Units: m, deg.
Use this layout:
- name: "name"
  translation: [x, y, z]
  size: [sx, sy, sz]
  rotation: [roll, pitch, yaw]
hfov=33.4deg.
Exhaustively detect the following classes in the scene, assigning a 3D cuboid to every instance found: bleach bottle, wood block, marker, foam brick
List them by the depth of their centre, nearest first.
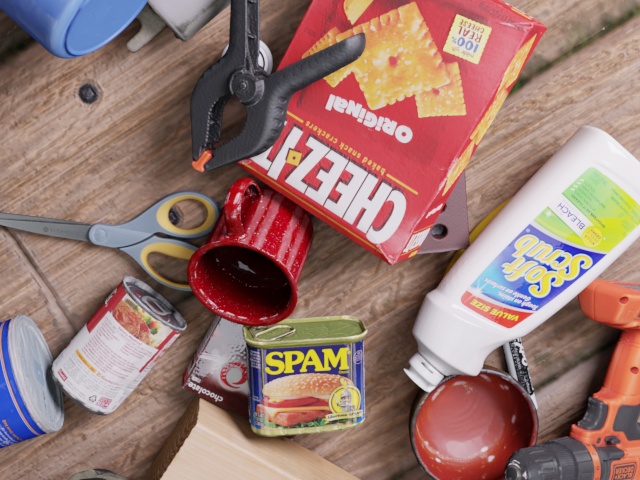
- name: "bleach bottle"
  translation: [0.169, 0.029, 0.879]
  size: [0.102, 0.068, 0.251]
  rotation: [41, 94, -11]
- name: "foam brick"
  translation: [0.095, -0.033, 0.910]
  size: [0.053, 0.051, 0.078]
  rotation: [-7, 101, -3]
- name: "wood block"
  translation: [-0.041, 0.228, 0.931]
  size: [0.206, 0.090, 0.091]
  rotation: [31, 97, -9]
- name: "marker"
  translation: [0.172, 0.096, 0.955]
  size: [0.020, 0.020, 0.121]
  rotation: [-15, 101, -1]

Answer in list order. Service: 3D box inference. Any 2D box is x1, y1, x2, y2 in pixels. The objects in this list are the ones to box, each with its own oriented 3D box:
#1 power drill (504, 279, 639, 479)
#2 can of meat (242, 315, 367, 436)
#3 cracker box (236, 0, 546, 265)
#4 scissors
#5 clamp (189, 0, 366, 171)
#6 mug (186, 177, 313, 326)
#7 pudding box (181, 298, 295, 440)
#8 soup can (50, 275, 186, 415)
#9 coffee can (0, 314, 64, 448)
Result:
- name: "power drill"
  translation: [0.238, 0.129, 0.914]
  size: [0.184, 0.057, 0.188]
  rotation: [4, 102, -40]
- name: "can of meat"
  translation: [-0.013, 0.112, 0.889]
  size: [0.102, 0.057, 0.084]
  rotation: [-3, 104, -7]
- name: "cracker box"
  translation: [0.050, -0.113, 0.838]
  size: [0.164, 0.072, 0.214]
  rotation: [34, 108, 14]
- name: "scissors"
  translation: [-0.173, -0.020, 0.913]
  size: [0.201, 0.016, 0.096]
  rotation: [24, 97, -8]
- name: "clamp"
  translation: [-0.041, -0.119, 0.817]
  size: [0.120, 0.039, 0.172]
  rotation: [33, 116, 21]
- name: "mug"
  translation: [-0.056, 0.001, 0.872]
  size: [0.093, 0.081, 0.117]
  rotation: [0, 130, 19]
- name: "pudding box"
  translation: [-0.052, 0.109, 0.933]
  size: [0.113, 0.039, 0.090]
  rotation: [28, 97, -9]
- name: "soup can"
  translation: [-0.172, 0.090, 0.907]
  size: [0.068, 0.068, 0.102]
  rotation: [40, 96, -10]
- name: "coffee can"
  translation: [-0.299, 0.131, 0.888]
  size: [0.140, 0.103, 0.103]
  rotation: [-18, 101, 0]
